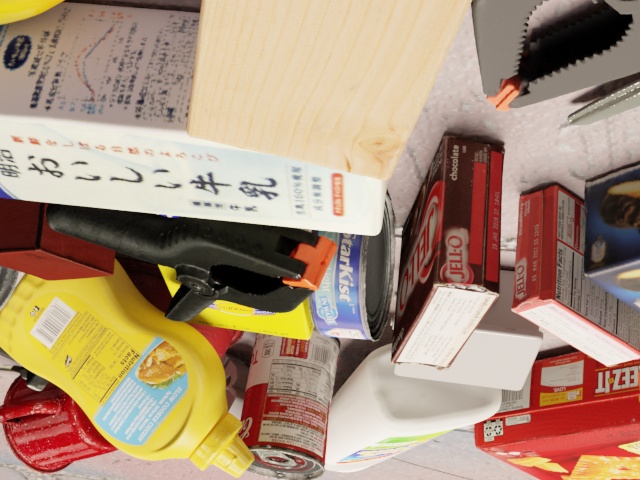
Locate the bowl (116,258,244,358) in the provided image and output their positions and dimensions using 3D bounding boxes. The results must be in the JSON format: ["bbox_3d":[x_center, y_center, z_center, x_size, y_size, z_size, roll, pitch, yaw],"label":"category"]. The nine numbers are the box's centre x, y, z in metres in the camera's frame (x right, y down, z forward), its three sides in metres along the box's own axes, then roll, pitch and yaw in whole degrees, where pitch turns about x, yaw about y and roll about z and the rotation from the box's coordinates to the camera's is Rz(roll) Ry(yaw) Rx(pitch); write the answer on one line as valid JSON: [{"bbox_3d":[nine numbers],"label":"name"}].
[{"bbox_3d":[-0.140,0.074,0.800,0.162,0.055,0.162,7,151,4],"label":"bowl"}]

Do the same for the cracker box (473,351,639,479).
[{"bbox_3d":[0.245,0.152,0.809,0.164,0.072,0.213,-19,141,41],"label":"cracker box"}]

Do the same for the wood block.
[{"bbox_3d":[0.011,-0.118,0.376,0.090,0.090,0.206,12,152,-5],"label":"wood block"}]

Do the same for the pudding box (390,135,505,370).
[{"bbox_3d":[0.069,0.010,0.588,0.039,0.090,0.113,9,152,-2],"label":"pudding box"}]

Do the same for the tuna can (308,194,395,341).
[{"bbox_3d":[0.019,0.014,0.614,0.034,0.086,0.086,3,151,15],"label":"tuna can"}]

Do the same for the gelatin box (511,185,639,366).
[{"bbox_3d":[0.147,0.021,0.601,0.089,0.073,0.030,28,147,-31],"label":"gelatin box"}]

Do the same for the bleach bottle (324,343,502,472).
[{"bbox_3d":[0.052,0.143,0.855,0.102,0.068,0.251,-7,160,-16],"label":"bleach bottle"}]

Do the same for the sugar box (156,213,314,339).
[{"bbox_3d":[-0.055,0.001,0.652,0.093,0.048,0.176,6,153,10],"label":"sugar box"}]

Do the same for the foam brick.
[{"bbox_3d":[-0.164,-0.009,0.642,0.053,0.051,0.078,-4,165,21],"label":"foam brick"}]

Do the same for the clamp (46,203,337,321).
[{"bbox_3d":[-0.070,0.006,0.577,0.120,0.039,0.172,33,152,-35],"label":"clamp"}]

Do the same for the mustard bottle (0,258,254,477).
[{"bbox_3d":[-0.121,0.088,0.709,0.191,0.058,0.096,40,106,5],"label":"mustard bottle"}]

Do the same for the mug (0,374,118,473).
[{"bbox_3d":[-0.218,0.145,0.907,0.082,0.093,0.117,-19,158,33],"label":"mug"}]

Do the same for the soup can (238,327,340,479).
[{"bbox_3d":[-0.023,0.120,0.798,0.068,0.102,0.068,7,151,4],"label":"soup can"}]
